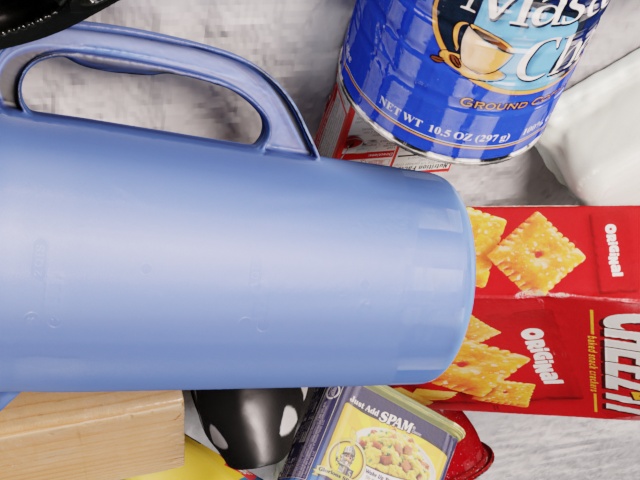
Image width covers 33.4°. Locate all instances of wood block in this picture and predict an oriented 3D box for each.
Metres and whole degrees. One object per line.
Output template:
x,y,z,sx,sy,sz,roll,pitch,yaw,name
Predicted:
-0.189,0.097,0.630,0.206,0.090,0.091,-9,145,-14,wood block

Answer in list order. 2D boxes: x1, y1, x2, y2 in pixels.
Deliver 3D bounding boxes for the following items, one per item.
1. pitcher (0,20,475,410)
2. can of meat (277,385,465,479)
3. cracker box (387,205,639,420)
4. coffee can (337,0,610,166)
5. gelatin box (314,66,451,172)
-0.053,0.001,0.505,0.242,0.145,0.149,4,147,-18,pitcher
0.031,0.141,0.678,0.102,0.084,0.058,30,155,-14,can of meat
0.121,0.049,0.654,0.214,0.072,0.164,1,148,16,cracker box
0.072,-0.115,0.443,0.102,0.103,0.140,-5,143,-18,coffee can
0.042,-0.072,0.554,0.073,0.030,0.089,-6,144,-19,gelatin box
